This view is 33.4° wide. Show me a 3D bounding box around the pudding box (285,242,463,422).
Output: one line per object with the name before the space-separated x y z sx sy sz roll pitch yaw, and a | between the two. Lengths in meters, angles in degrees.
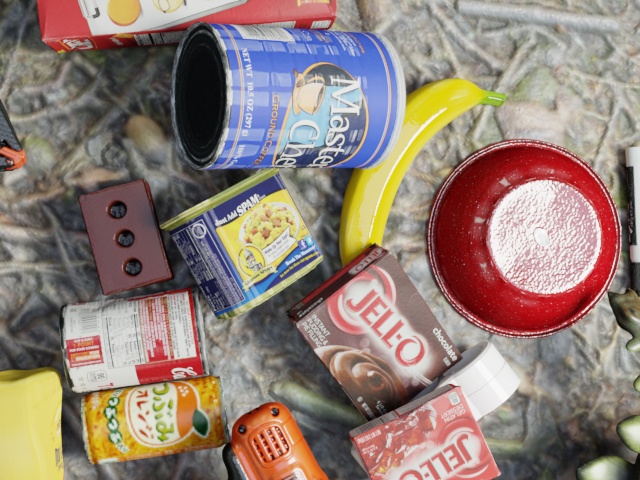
pudding box | 0.041 0.072 0.814 0.090 0.039 0.113 -38 112 -5

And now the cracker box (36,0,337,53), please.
cracker box | -0.102 -0.231 0.787 0.213 0.072 0.164 -6 90 -4

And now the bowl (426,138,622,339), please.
bowl | 0.167 -0.002 0.834 0.162 0.055 0.162 0 89 -5

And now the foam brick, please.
foam brick | -0.146 -0.001 0.804 0.053 0.051 0.078 -16 91 -6

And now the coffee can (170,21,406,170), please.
coffee can | -0.024 -0.102 0.770 0.140 0.103 0.103 -3 89 -29

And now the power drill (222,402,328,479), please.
power drill | -0.065 0.231 0.745 0.187 0.057 0.184 -27 88 -9

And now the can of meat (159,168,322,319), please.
can of meat | -0.055 0.001 0.795 0.101 0.058 0.084 -33 96 -42

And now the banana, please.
banana | 0.065 -0.059 0.834 0.069 0.037 0.198 39 85 -4

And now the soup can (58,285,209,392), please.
soup can | -0.138 0.073 0.795 0.102 0.068 0.068 -8 90 -6

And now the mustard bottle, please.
mustard bottle | -0.211 0.191 0.771 0.058 0.096 0.191 -4 89 -7

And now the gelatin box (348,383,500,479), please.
gelatin box | 0.076 0.156 0.780 0.089 0.030 0.073 -25 92 -5
